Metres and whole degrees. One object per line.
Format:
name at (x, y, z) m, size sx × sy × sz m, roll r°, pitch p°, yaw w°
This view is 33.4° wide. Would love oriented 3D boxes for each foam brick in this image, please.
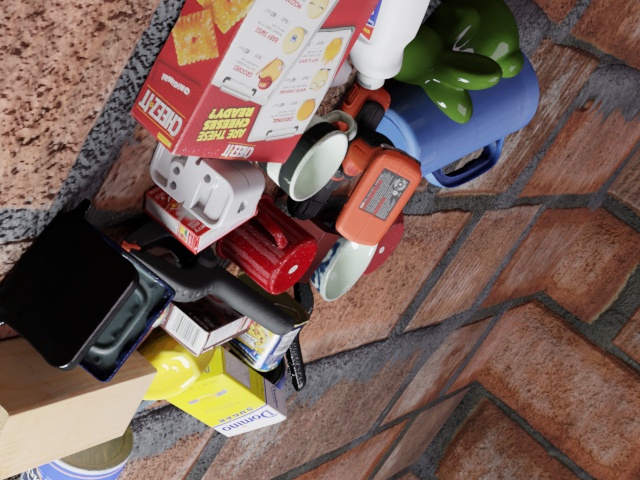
foam brick at (-0.024, 0.008, 1.337) m, size 0.078 × 0.051 × 0.053 m, roll -54°, pitch 159°, yaw 8°

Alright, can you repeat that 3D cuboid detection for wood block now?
wood block at (-0.263, 0.148, 1.009) m, size 0.091 × 0.090 × 0.205 m, roll -59°, pitch 158°, yaw 20°

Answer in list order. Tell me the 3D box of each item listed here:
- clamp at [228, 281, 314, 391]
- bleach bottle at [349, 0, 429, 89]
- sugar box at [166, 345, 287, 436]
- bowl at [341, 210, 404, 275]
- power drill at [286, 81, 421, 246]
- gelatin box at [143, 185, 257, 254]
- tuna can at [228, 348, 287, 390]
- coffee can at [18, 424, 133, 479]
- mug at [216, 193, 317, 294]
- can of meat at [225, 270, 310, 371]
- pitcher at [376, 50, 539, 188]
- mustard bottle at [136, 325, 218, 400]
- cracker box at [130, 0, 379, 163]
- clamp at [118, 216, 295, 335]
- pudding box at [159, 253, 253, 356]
clamp at (-0.047, 0.113, 1.394) m, size 0.120 × 0.039 × 0.171 m, roll 28°, pitch 85°, yaw -30°
bleach bottle at (0.068, -0.237, 1.033) m, size 0.068 × 0.103 × 0.251 m, roll -19°, pitch 149°, yaw -18°
sugar box at (-0.120, 0.193, 1.338) m, size 0.093 × 0.048 × 0.176 m, roll -19°, pitch 145°, yaw 18°
bowl at (0.069, -0.003, 1.515) m, size 0.162 × 0.055 × 0.162 m, roll -42°, pitch 158°, yaw -22°
power drill at (0.031, -0.070, 1.164) m, size 0.057 × 0.188 × 0.185 m, roll 22°, pitch 110°, yaw -25°
gelatin box at (-0.113, -0.037, 1.032) m, size 0.089 × 0.073 × 0.030 m, roll -36°, pitch 155°, yaw -36°
tuna can at (-0.088, 0.173, 1.438) m, size 0.086 × 0.086 × 0.034 m, roll -44°, pitch 157°, yaw -19°
coffee can at (-0.272, 0.255, 1.157) m, size 0.102 × 0.103 × 0.140 m, roll -24°, pitch 147°, yaw -52°
mug at (-0.058, 0.001, 1.207) m, size 0.093 × 0.081 × 0.117 m, roll -44°, pitch 159°, yaw -20°
can of meat at (-0.076, 0.099, 1.313) m, size 0.057 × 0.102 × 0.084 m, roll -17°, pitch 143°, yaw -58°
pitcher at (0.154, -0.148, 1.331) m, size 0.242 × 0.149 × 0.145 m, roll -31°, pitch 170°, yaw -37°
mustard bottle at (-0.142, 0.097, 1.172) m, size 0.096 × 0.058 × 0.191 m, roll -22°, pitch -162°, yaw 26°
cracker box at (-0.048, -0.175, 0.920) m, size 0.163 × 0.072 × 0.214 m, roll -1°, pitch 128°, yaw -56°
clamp at (-0.124, 0.012, 1.068) m, size 0.209 × 0.164 × 0.036 m, roll 15°, pitch 135°, yaw -45°
pudding box at (-0.134, 0.062, 1.102) m, size 0.089 × 0.113 × 0.039 m, roll -23°, pitch 148°, yaw -54°
